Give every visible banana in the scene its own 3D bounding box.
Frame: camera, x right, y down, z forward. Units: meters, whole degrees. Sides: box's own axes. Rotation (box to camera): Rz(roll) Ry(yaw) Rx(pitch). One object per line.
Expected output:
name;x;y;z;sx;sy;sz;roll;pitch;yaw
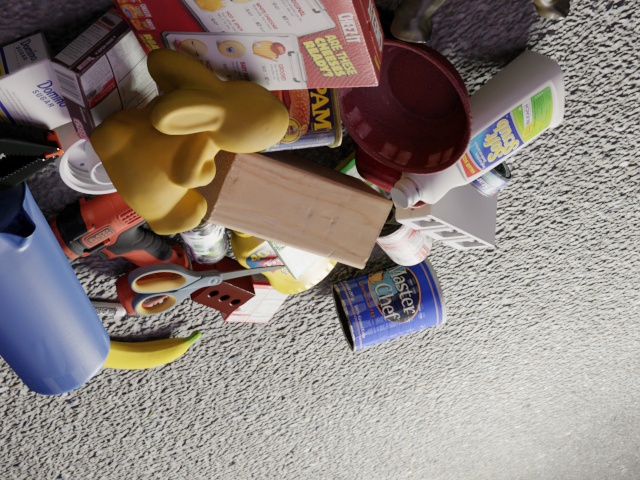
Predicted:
banana;-0.264;0.147;1.466;0.197;0.037;0.070;0;123;-32

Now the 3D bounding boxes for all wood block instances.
wood block;-0.036;-0.047;1.209;0.205;0.091;0.090;18;102;-31

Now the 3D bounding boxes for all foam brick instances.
foam brick;-0.131;0.055;1.391;0.053;0.051;0.078;-37;144;22

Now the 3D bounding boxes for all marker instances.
marker;-0.284;0.088;1.381;0.120;0.020;0.020;8;137;-37

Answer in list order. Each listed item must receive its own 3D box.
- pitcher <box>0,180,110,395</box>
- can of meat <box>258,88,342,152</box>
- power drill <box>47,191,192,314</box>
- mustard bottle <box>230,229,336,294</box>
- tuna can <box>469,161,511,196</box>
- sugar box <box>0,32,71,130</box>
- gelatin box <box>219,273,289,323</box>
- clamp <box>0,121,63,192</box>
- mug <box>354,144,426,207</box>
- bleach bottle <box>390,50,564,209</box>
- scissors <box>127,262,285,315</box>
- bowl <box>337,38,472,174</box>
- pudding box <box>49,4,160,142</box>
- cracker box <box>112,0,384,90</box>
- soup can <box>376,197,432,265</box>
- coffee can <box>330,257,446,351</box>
pitcher;-0.332;0.051;1.151;0.145;0.149;0.243;-25;129;-4
can of meat;-0.029;-0.145;1.124;0.083;0.102;0.057;-8;-177;-15
power drill;-0.252;0.020;1.268;0.184;0.057;0.187;-27;147;9
mustard bottle;-0.059;0.002;1.352;0.096;0.058;0.191;-32;145;13
tuna can;0.199;-0.098;1.331;0.034;0.086;0.086;-40;143;24
sugar box;-0.328;-0.128;1.026;0.176;0.048;0.093;-24;149;-3
gelatin box;-0.088;0.077;1.468;0.073;0.030;0.089;5;139;-37
clamp;-0.352;-0.073;1.009;0.209;0.036;0.164;-19;153;-12
mug;0.102;-0.105;1.257;0.117;0.082;0.093;-54;142;-9
bleach bottle;0.176;-0.113;1.219;0.250;0.068;0.102;-39;143;-23
scissors;-0.146;0.058;1.315;0.201;0.016;0.096;3;137;-33
bowl;0.095;-0.150;1.115;0.055;0.162;0.162;-49;166;-38
pudding box;-0.204;-0.155;1.027;0.090;0.039;0.113;-50;158;-25
cracker box;-0.063;-0.210;0.965;0.214;0.072;0.164;-1;151;16
soup can;0.102;-0.015;1.410;0.068;0.068;0.102;-30;147;12
coffee can;0.097;0.090;1.524;0.140;0.103;0.103;-17;147;-7
